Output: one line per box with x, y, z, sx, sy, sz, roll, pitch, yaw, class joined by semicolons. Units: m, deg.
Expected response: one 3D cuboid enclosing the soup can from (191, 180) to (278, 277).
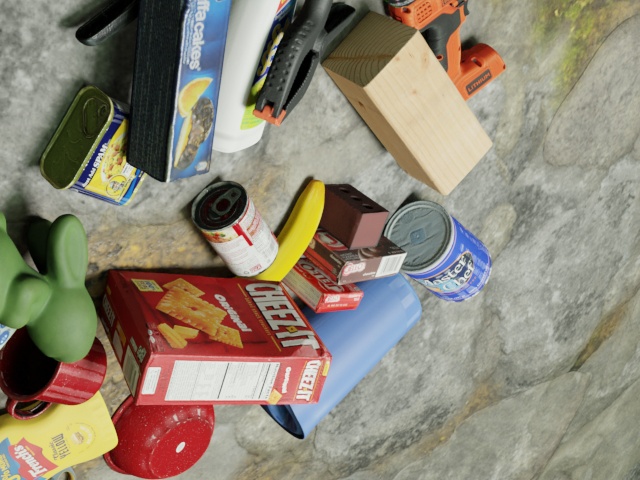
-0.095;-0.011;1.212;0.068;0.069;0.102;-44;142;-10;soup can

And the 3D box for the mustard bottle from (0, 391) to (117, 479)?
-0.325;0.229;1.173;0.191;0.058;0.096;-26;127;-20;mustard bottle

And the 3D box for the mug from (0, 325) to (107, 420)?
-0.285;0.139;1.122;0.117;0.093;0.081;-59;147;1;mug

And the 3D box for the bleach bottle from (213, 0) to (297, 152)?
-0.065;-0.218;1.066;0.102;0.068;0.251;-35;147;-64;bleach bottle

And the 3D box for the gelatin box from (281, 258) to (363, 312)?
-0.001;0.055;1.344;0.073;0.089;0.030;0;119;-46;gelatin box

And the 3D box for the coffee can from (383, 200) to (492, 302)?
0.163;0.017;1.471;0.103;0.103;0.140;-53;143;2;coffee can

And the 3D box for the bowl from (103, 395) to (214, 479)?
-0.189;0.244;1.337;0.161;0.055;0.162;-26;135;-29;bowl

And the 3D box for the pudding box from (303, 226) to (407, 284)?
0.038;0.013;1.351;0.113;0.090;0.039;-5;125;-44;pudding box

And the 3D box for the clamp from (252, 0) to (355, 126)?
-0.011;-0.212;1.071;0.164;0.036;0.209;92;23;-62;clamp

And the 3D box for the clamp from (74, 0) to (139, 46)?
-0.152;-0.252;0.982;0.171;0.039;0.120;-27;141;-38;clamp

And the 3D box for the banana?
-0.055;0.013;1.299;0.197;0.037;0.069;-46;143;-7;banana

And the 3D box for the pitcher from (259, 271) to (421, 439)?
0.013;0.138;1.412;0.242;0.149;0.145;-40;126;-20;pitcher

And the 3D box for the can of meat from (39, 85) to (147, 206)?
-0.209;-0.089;1.042;0.083;0.058;0.102;21;104;-53;can of meat

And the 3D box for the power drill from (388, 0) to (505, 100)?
0.173;-0.268;1.288;0.184;0.057;0.187;-37;138;-13;power drill

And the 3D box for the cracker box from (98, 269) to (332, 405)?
-0.116;0.104;1.165;0.213;0.164;0.072;4;118;-29;cracker box

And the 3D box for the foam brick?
0.036;-0.031;1.324;0.052;0.078;0.051;-7;124;-45;foam brick

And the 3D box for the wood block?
0.105;-0.157;1.250;0.090;0.091;0.206;-48;132;-5;wood block
